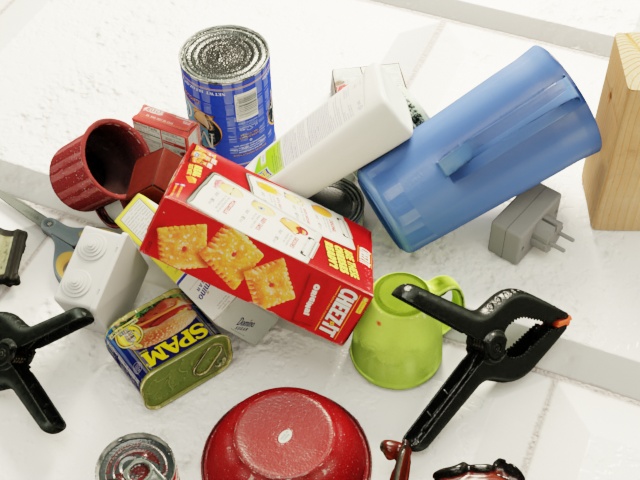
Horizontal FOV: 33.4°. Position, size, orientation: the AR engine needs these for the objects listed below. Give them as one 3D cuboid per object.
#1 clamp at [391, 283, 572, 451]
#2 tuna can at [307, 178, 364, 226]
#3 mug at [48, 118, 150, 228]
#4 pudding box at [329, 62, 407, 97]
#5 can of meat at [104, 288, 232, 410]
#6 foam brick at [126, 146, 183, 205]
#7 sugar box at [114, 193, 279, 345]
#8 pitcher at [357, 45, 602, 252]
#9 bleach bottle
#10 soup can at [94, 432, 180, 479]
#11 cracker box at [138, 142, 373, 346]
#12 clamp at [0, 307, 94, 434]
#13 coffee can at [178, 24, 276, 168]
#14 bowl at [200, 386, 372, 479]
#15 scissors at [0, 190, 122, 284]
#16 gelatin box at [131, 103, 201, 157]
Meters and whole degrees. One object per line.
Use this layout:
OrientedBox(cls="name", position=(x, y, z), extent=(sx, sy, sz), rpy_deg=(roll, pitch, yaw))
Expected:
OrientedBox(cls="clamp", position=(0.153, 0.091, 1.018), extent=(0.209, 0.164, 0.036), rpy_deg=(-22, 23, -26))
OrientedBox(cls="tuna can", position=(0.006, -0.031, 1.186), extent=(0.086, 0.034, 0.086), rpy_deg=(-1, 49, 1))
OrientedBox(cls="mug", position=(-0.243, -0.069, 1.187), extent=(0.082, 0.117, 0.093), rpy_deg=(-19, 7, 43))
OrientedBox(cls="pudding box", position=(0.063, -0.165, 1.298), extent=(0.090, 0.039, 0.113), rpy_deg=(-6, 51, -5))
OrientedBox(cls="can of meat", position=(-0.152, 0.105, 1.059), extent=(0.102, 0.057, 0.084), rpy_deg=(-29, 52, -22))
OrientedBox(cls="foam brick", position=(-0.163, -0.057, 1.164), extent=(0.053, 0.078, 0.051), rpy_deg=(-17, 53, 43))
OrientedBox(cls="sugar box", position=(-0.128, 0.030, 1.097), extent=(0.048, 0.093, 0.176), rpy_deg=(-47, 59, 2))
OrientedBox(cls="pitcher", position=(0.164, -0.093, 1.129), extent=(0.243, 0.149, 0.145), rpy_deg=(-32, 42, 0))
OrientedBox(cls="bleach bottle", position=(-0.022, -0.086, 1.155), extent=(0.251, 0.068, 0.102), rpy_deg=(-32, 31, 18))
OrientedBox(cls="soup can", position=(-0.153, 0.222, 0.927), extent=(0.068, 0.102, 0.068), rpy_deg=(-1, 49, 1))
OrientedBox(cls="cracker box", position=(-0.057, 0.001, 1.049), extent=(0.213, 0.072, 0.164), rpy_deg=(27, 21, -9))
OrientedBox(cls="clamp", position=(-0.296, 0.123, 1.039), extent=(0.172, 0.039, 0.120), rpy_deg=(-1, 71, 32))
OrientedBox(cls="coffee can", position=(-0.105, -0.162, 1.232), extent=(0.103, 0.140, 0.103), rpy_deg=(-1, 49, 1))
OrientedBox(cls="bowl", position=(-0.032, 0.191, 0.981), extent=(0.162, 0.055, 0.162), rpy_deg=(-1, 50, 1))
OrientedBox(cls="scissors", position=(-0.303, 0.001, 1.180), extent=(0.202, 0.016, 0.096), rpy_deg=(17, 52, 16))
OrientedBox(cls="gelatin box", position=(-0.172, -0.107, 1.221), extent=(0.073, 0.089, 0.030), rpy_deg=(20, 53, 18))
